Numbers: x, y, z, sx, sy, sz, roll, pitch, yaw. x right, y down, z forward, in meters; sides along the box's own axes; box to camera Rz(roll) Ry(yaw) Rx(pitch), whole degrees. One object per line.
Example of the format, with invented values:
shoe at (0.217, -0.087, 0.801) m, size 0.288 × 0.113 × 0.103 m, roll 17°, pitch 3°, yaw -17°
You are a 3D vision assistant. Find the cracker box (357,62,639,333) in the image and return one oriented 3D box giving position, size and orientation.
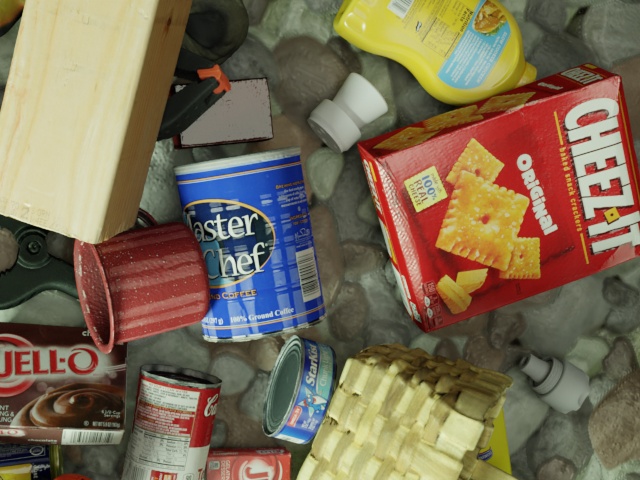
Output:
cracker box at (0.157, -0.035, 0.892) m, size 0.213 × 0.072 × 0.164 m, roll -19°, pitch 111°, yaw -4°

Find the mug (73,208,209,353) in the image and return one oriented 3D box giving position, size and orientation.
mug at (-0.140, 0.022, 0.821) m, size 0.081 × 0.093 × 0.117 m, roll -12°, pitch 60°, yaw -25°

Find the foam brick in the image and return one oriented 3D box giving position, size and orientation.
foam brick at (-0.081, -0.103, 0.869) m, size 0.078 × 0.053 × 0.051 m, roll -7°, pitch 94°, yaw -14°

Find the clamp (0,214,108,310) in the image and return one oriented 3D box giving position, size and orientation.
clamp at (-0.222, 0.013, 0.850) m, size 0.209 × 0.036 × 0.164 m, roll -15°, pitch 96°, yaw -16°

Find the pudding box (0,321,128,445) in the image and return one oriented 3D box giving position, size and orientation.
pudding box at (-0.209, 0.113, 0.837) m, size 0.113 × 0.039 × 0.090 m, roll 6°, pitch 56°, yaw -16°

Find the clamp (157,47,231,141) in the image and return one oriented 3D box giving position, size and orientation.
clamp at (-0.158, -0.119, 0.825) m, size 0.171 × 0.039 × 0.120 m, roll -17°, pitch 80°, yaw 5°

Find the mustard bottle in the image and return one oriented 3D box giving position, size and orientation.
mustard bottle at (0.113, -0.170, 0.909) m, size 0.191 × 0.058 × 0.096 m, roll 31°, pitch 85°, yaw -13°

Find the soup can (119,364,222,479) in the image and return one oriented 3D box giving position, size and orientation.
soup can at (-0.122, 0.158, 0.866) m, size 0.068 × 0.068 × 0.102 m, roll 11°, pitch 91°, yaw -14°

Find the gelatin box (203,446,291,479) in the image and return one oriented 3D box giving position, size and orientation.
gelatin box at (-0.063, 0.220, 0.903) m, size 0.073 × 0.030 × 0.089 m, roll 2°, pitch 93°, yaw -14°

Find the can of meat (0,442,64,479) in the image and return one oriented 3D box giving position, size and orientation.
can of meat at (-0.244, 0.210, 0.846) m, size 0.084 × 0.057 × 0.102 m, roll -6°, pitch 94°, yaw -11°

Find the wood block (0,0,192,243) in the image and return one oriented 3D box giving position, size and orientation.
wood block at (-0.158, -0.113, 0.744) m, size 0.090 × 0.090 × 0.206 m, roll 18°, pitch 101°, yaw 5°

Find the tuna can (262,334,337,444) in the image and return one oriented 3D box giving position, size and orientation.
tuna can at (-0.017, 0.123, 0.880) m, size 0.033 × 0.086 × 0.086 m, roll 18°, pitch 89°, yaw -15°

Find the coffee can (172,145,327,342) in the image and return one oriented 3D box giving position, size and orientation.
coffee can at (-0.056, 0.001, 0.855) m, size 0.102 × 0.103 × 0.140 m, roll -11°, pitch 96°, yaw -13°
